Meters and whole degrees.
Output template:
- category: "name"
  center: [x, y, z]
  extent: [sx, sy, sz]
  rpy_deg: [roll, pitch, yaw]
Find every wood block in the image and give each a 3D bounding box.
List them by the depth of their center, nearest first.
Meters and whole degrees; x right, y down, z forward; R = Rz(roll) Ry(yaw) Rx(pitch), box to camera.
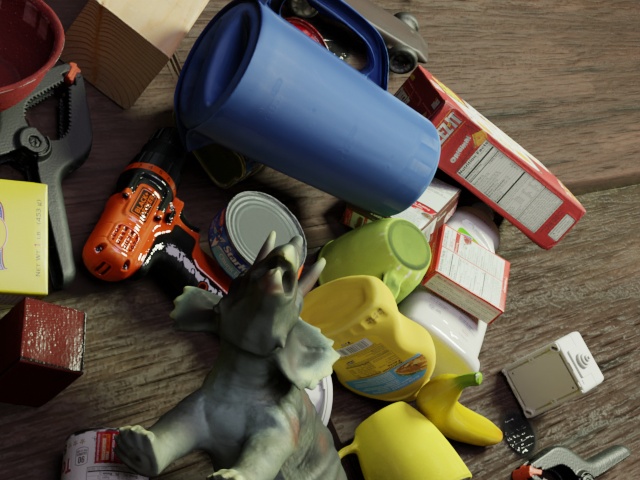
- category: "wood block"
  center: [-0.165, -0.239, 1.048]
  extent: [0.090, 0.091, 0.206]
  rpy_deg: [37, 45, -15]

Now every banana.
- category: "banana"
  center: [0.131, 0.167, 1.032]
  extent: [0.197, 0.070, 0.037]
  rpy_deg: [58, 42, -62]

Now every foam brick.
- category: "foam brick"
  center: [-0.217, 0.086, 0.803]
  extent: [0.052, 0.078, 0.051]
  rpy_deg: [19, 52, -34]

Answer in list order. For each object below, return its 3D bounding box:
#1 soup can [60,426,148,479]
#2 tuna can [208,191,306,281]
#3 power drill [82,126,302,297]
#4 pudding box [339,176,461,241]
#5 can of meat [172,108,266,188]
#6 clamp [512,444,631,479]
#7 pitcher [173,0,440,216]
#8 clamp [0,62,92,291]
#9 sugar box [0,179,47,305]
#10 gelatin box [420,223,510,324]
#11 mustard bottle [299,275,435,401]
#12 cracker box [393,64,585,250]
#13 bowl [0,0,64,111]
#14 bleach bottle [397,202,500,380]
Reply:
- category: "soup can"
  center: [-0.159, 0.197, 0.787]
  extent: [0.068, 0.069, 0.102]
  rpy_deg: [20, 52, -31]
- category: "tuna can"
  center: [-0.056, 0.001, 0.944]
  extent: [0.086, 0.034, 0.086]
  rpy_deg: [24, 47, -28]
- category: "power drill"
  center: [-0.108, 0.001, 0.969]
  extent: [0.187, 0.057, 0.184]
  rpy_deg: [36, 46, -15]
- category: "pudding box"
  center: [0.088, -0.038, 1.149]
  extent: [0.090, 0.039, 0.113]
  rpy_deg: [27, 38, 18]
- category: "can of meat"
  center: [-0.086, -0.110, 1.058]
  extent: [0.102, 0.058, 0.083]
  rpy_deg: [54, 44, 1]
- category: "clamp"
  center: [0.281, 0.257, 1.150]
  extent: [0.171, 0.039, 0.120]
  rpy_deg: [28, 47, -24]
- category: "pitcher"
  center: [0.000, -0.124, 0.998]
  extent: [0.242, 0.149, 0.145]
  rpy_deg: [26, 56, -32]
- category: "clamp"
  center: [-0.258, -0.077, 0.902]
  extent: [0.164, 0.036, 0.210]
  rpy_deg: [28, 52, -25]
- category: "sugar box"
  center: [-0.294, -0.004, 0.793]
  extent: [0.175, 0.048, 0.093]
  rpy_deg: [5, 71, -32]
- category: "gelatin box"
  center: [0.148, 0.034, 1.094]
  extent: [0.089, 0.030, 0.073]
  rpy_deg: [30, 43, -12]
- category: "mustard bottle"
  center: [0.054, 0.104, 1.001]
  extent: [0.191, 0.096, 0.058]
  rpy_deg: [46, 26, -47]
- category: "cracker box"
  center: [0.185, -0.095, 1.227]
  extent: [0.213, 0.072, 0.164]
  rpy_deg: [35, 15, -18]
- category: "bowl"
  center: [-0.293, -0.150, 0.879]
  extent: [0.162, 0.055, 0.162]
  rpy_deg: [6, 46, -7]
- category: "bleach bottle"
  center: [0.151, 0.045, 1.159]
  extent: [0.102, 0.068, 0.250]
  rpy_deg: [42, 42, -9]
